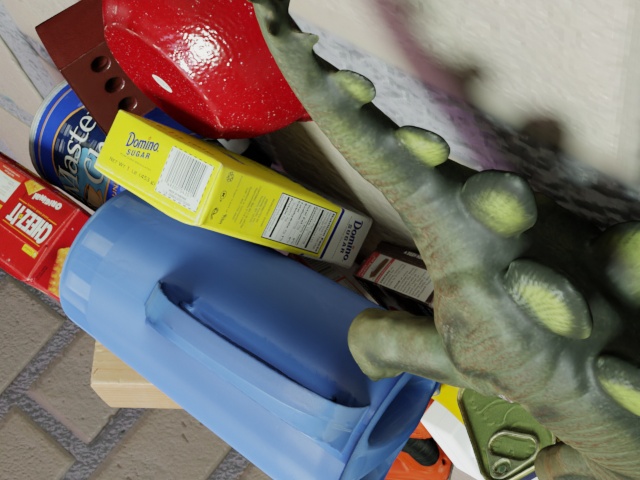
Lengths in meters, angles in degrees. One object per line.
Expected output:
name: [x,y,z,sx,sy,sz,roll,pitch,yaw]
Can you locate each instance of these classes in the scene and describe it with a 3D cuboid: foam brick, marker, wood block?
foam brick: [-0.154,-0.124,0.752,0.051,0.053,0.078,55,176,36]
marker: [-0.076,-0.088,0.758,0.121,0.020,0.020,48,163,-24]
wood block: [-0.128,0.125,1.131,0.206,0.091,0.090,1,156,5]

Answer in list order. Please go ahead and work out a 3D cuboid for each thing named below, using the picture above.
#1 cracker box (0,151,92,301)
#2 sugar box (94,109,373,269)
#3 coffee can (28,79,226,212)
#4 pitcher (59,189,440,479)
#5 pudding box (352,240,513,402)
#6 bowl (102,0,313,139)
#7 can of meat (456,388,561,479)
cracker box: [-0.198,0.017,0.866,0.164,0.072,0.213,29,169,35]
sugar box: [-0.049,-0.030,0.686,0.093,0.048,0.176,29,-171,32]
coffee can: [-0.144,-0.061,0.833,0.140,0.102,0.102,31,162,31]
pitcher: [-0.051,0.061,0.681,0.243,0.144,0.149,30,138,20]
pudding box: [0.086,0.055,0.733,0.113,0.039,0.090,50,163,-30]
bowl: [-0.075,-0.111,0.628,0.162,0.055,0.162,37,164,12]
can of meat: [0.148,0.145,0.748,0.084,0.057,0.102,47,-163,-32]
